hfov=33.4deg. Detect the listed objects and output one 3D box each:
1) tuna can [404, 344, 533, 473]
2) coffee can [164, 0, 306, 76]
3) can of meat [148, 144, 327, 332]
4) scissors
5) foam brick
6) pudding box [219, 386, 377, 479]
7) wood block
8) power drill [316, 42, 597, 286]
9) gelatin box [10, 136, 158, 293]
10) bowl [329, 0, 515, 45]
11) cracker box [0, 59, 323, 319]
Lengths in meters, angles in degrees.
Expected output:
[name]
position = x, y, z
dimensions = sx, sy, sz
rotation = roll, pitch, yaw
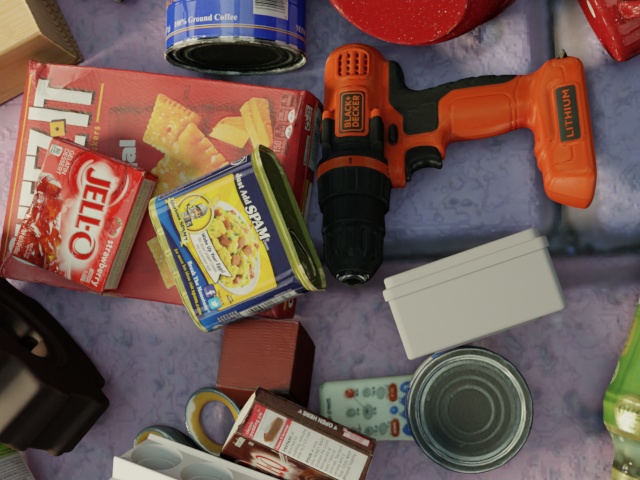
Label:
[tuna can]
position = 0.100, 0.114, 0.723
dimensions = 0.086, 0.034, 0.086
rotation = 0, 85, 3
[coffee can]
position = -0.060, -0.198, 0.766
dimensions = 0.103, 0.102, 0.140
rotation = 0, 86, 9
[can of meat]
position = -0.055, 0.001, 0.700
dimensions = 0.084, 0.057, 0.102
rotation = -23, 83, 11
[scissors]
position = -0.044, 0.184, 0.779
dimensions = 0.202, 0.016, 0.096
rotation = 31, 91, 10
[foam brick]
position = -0.037, 0.088, 0.748
dimensions = 0.053, 0.078, 0.051
rotation = 5, 72, 10
[pudding box]
position = -0.017, 0.142, 0.722
dimensions = 0.090, 0.114, 0.039
rotation = 24, 66, -1
[wood block]
position = -0.301, -0.137, 0.807
dimensions = 0.206, 0.090, 0.091
rotation = -27, 82, 6
[power drill]
position = 0.090, -0.058, 0.733
dimensions = 0.187, 0.057, 0.184
rotation = -1, 66, 6
[gelatin box]
position = -0.162, -0.018, 0.734
dimensions = 0.073, 0.030, 0.089
rotation = 21, 92, 11
[bowl]
position = 0.057, -0.182, 0.702
dimensions = 0.162, 0.162, 0.055
rotation = 13, 55, 10
[cracker box]
position = -0.116, -0.037, 0.779
dimensions = 0.214, 0.072, 0.164
rotation = 8, 88, 10
